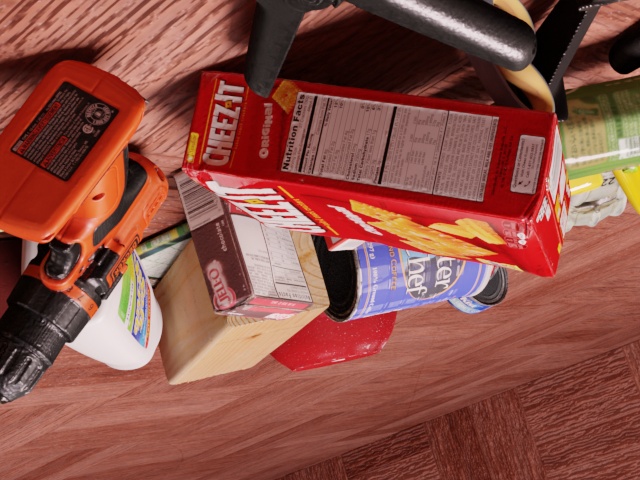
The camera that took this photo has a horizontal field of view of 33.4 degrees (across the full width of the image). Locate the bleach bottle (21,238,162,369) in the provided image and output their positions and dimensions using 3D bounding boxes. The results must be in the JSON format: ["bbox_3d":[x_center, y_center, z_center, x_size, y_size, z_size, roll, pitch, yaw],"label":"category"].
[{"bbox_3d":[-0.167,0.044,0.846,0.068,0.102,0.251,-1,166,2],"label":"bleach bottle"}]

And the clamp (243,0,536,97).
[{"bbox_3d":[0.009,-0.126,0.498,0.165,0.036,0.210,-1,159,18],"label":"clamp"}]

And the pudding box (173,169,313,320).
[{"bbox_3d":[-0.055,0.001,0.785,0.039,0.113,0.089,-24,162,23],"label":"pudding box"}]

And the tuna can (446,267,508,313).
[{"bbox_3d":[0.168,0.038,1.189,0.085,0.086,0.034,-3,160,-41],"label":"tuna can"}]

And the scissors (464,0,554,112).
[{"bbox_3d":[0.074,-0.139,0.599,0.016,0.096,0.201,-22,133,35],"label":"scissors"}]

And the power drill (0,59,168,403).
[{"bbox_3d":[-0.153,-0.004,0.621,0.057,0.184,0.188,27,157,3],"label":"power drill"}]

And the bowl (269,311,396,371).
[{"bbox_3d":[0.010,0.096,1.076,0.162,0.055,0.162,-12,171,-2],"label":"bowl"}]

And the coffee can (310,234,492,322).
[{"bbox_3d":[0.071,0.012,0.970,0.140,0.103,0.103,-10,162,-25],"label":"coffee can"}]

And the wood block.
[{"bbox_3d":[-0.078,0.054,0.931,0.090,0.090,0.206,-10,165,-25],"label":"wood block"}]

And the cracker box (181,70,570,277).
[{"bbox_3d":[0.043,-0.037,0.672,0.214,0.072,0.164,9,171,18],"label":"cracker box"}]

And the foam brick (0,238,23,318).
[{"bbox_3d":[-0.240,0.043,0.802,0.051,0.078,0.053,-4,159,-35],"label":"foam brick"}]
